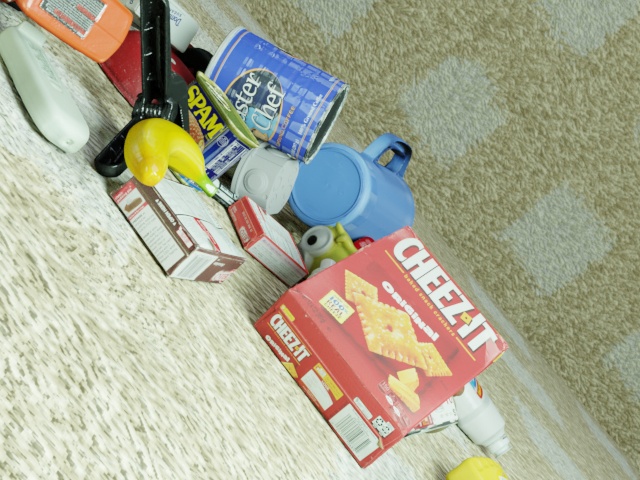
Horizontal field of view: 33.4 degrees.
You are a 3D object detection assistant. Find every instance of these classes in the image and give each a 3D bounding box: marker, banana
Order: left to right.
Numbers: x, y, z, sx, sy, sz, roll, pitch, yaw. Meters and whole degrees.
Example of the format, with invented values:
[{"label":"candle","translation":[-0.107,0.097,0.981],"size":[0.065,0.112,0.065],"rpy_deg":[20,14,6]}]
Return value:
[{"label":"banana","translation":[-0.127,-0.072,0.887],"size":[0.069,0.037,0.197],"rpy_deg":[44,7,6]},{"label":"marker","translation":[-0.093,-0.038,1.187],"size":[0.121,0.020,0.020],"rpy_deg":[40,14,-45]}]

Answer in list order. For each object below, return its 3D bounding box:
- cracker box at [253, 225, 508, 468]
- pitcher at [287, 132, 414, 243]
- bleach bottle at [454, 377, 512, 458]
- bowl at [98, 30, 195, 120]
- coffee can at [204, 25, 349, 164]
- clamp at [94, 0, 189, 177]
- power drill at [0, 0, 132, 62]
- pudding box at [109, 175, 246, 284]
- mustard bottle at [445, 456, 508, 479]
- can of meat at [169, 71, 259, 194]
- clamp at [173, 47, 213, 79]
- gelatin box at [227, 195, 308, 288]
[{"label":"cracker box","translation":[0.064,0.090,1.007],"size":[0.164,0.072,0.213],"rpy_deg":[52,39,10]},{"label":"pitcher","translation":[0.044,-0.062,1.389],"size":[0.242,0.145,0.149],"rpy_deg":[23,59,-74]},{"label":"bleach bottle","translation":[0.174,0.182,1.448],"size":[0.251,0.068,0.102],"rpy_deg":[55,11,11]},{"label":"bowl","translation":[-0.186,-0.185,1.215],"size":[0.162,0.055,0.162],"rpy_deg":[48,9,-11]},{"label":"coffee can","translation":[-0.053,-0.162,1.195],"size":[0.140,0.103,0.102],"rpy_deg":[29,9,5]},{"label":"clamp","translation":[-0.156,-0.111,0.981],"size":[0.036,0.164,0.210],"rpy_deg":[15,-14,6]},{"label":"power drill","translation":[-0.246,-0.218,0.928],"size":[0.188,0.057,0.184],"rpy_deg":[32,0,39]},{"label":"pudding box","translation":[-0.119,-0.010,0.911],"size":[0.090,0.039,0.113],"rpy_deg":[51,8,15]},{"label":"mustard bottle","translation":[0.203,0.314,1.084],"size":[0.096,0.058,0.192],"rpy_deg":[40,14,-51]},{"label":"can of meat","translation":[-0.126,-0.112,1.118],"size":[0.102,0.084,0.057],"rpy_deg":[56,11,28]},{"label":"clamp","translation":[-0.141,-0.178,1.297],"size":[0.172,0.120,0.039],"rpy_deg":[18,-9,32]},{"label":"gelatin box","translation":[-0.058,0.001,1.168],"size":[0.089,0.030,0.073],"rpy_deg":[42,14,-41]}]
